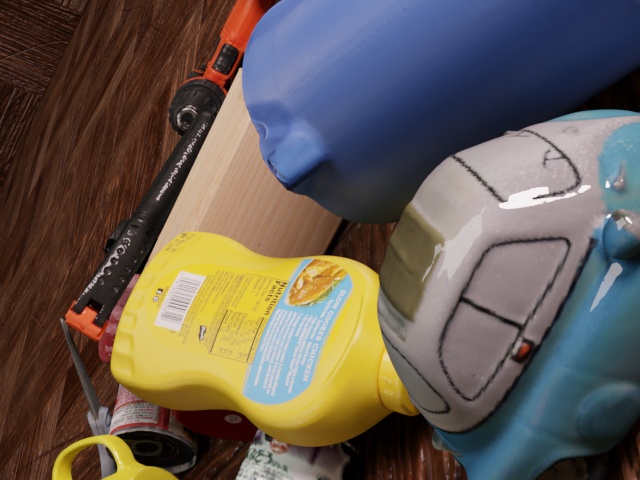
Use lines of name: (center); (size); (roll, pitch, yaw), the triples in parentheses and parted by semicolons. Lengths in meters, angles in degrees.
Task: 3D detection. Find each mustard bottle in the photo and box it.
mustard bottle: (-0.013, 0.052, 0.540); (0.192, 0.058, 0.096); (9, 62, 35)

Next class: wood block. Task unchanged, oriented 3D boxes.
wood block: (-0.055, 0.001, 0.732); (0.206, 0.090, 0.090); (-63, 20, 16)

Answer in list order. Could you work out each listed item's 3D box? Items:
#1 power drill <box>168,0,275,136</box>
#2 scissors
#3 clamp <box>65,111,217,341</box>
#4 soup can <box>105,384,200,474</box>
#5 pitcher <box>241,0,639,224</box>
power drill: (-0.079, -0.185, 0.974); (0.188, 0.057, 0.184); (-60, 7, 14)
scissors: (-0.163, 0.137, 0.825); (0.096, 0.016, 0.202); (-80, -19, -73)
clamp: (-0.149, 0.008, 0.829); (0.165, 0.036, 0.209); (-51, 12, 42)
soup can: (-0.121, 0.117, 0.813); (0.069, 0.068, 0.102); (-47, 29, 44)
pitcher: (0.082, -0.112, 0.480); (0.243, 0.144, 0.149); (-30, 55, 54)
